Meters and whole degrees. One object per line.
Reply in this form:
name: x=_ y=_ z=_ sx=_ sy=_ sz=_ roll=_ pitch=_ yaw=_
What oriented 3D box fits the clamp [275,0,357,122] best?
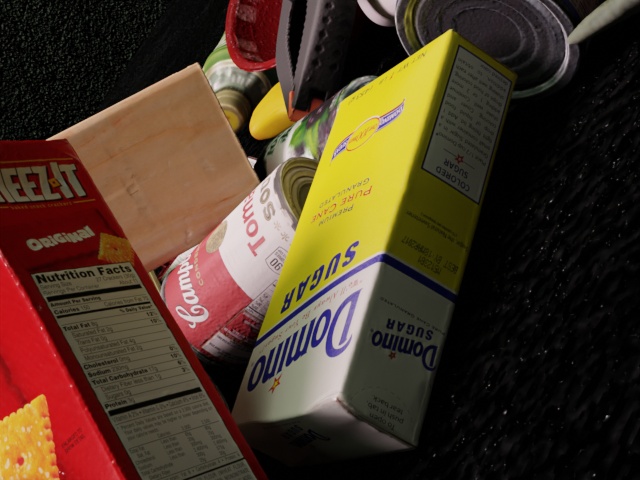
clamp: x=0.001 y=-0.171 z=0.657 sx=0.165 sy=0.036 sz=0.210 roll=126 pitch=148 yaw=-56

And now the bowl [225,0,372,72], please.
bowl: x=0.000 y=-0.186 z=0.779 sx=0.162 sy=0.055 sz=0.162 roll=-31 pitch=47 yaw=40

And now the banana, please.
banana: x=-0.018 y=-0.093 z=0.774 sx=0.069 sy=0.037 sz=0.198 roll=-52 pitch=18 yaw=3

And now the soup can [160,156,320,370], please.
soup can: x=-0.026 y=0.013 z=0.552 sx=0.102 sy=0.068 sz=0.068 roll=-42 pitch=21 yaw=32

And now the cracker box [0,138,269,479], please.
cracker box: x=-0.117 y=0.092 z=0.420 sx=0.164 sy=0.214 sz=0.071 roll=-44 pitch=-21 yaw=30

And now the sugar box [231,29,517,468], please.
sugar box: x=0.022 y=0.004 z=0.454 sx=0.094 sy=0.048 sz=0.176 roll=-27 pitch=36 yaw=55

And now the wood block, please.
wood block: x=-0.145 y=-0.010 z=0.596 sx=0.206 sy=0.090 sz=0.091 roll=-30 pitch=11 yaw=-14

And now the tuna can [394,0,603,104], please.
tuna can: x=0.076 y=-0.099 z=0.464 sx=0.086 sy=0.086 sz=0.033 roll=-26 pitch=34 yaw=56
